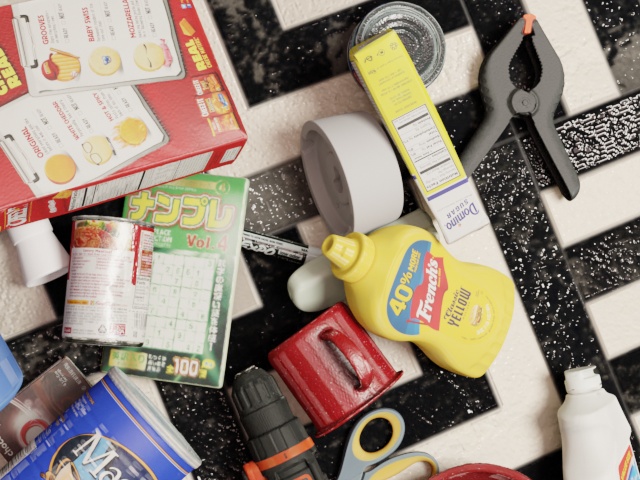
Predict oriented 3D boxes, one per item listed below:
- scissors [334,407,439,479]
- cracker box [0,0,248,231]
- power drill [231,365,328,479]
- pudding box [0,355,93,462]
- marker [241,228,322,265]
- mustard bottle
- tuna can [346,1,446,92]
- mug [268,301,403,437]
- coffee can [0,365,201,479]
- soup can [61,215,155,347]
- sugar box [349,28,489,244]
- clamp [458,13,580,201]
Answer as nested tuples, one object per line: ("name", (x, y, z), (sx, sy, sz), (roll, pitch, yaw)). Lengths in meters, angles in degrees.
("scissors", (0.004, 0.210, 0.928), (0.201, 0.016, 0.096), (-15, 87, -10))
("cracker box", (-0.189, -0.115, 0.865), (0.213, 0.072, 0.164), (-19, 78, -21))
("power drill", (-0.085, 0.220, 0.884), (0.187, 0.057, 0.184), (-26, 84, -5))
("pudding box", (-0.211, 0.166, 0.885), (0.090, 0.039, 0.113), (-38, 93, -10))
("marker", (-0.056, 0.001, 0.932), (0.121, 0.020, 0.020), (16, 83, -8))
("mustard bottle", (0.077, 0.040, 0.894), (0.191, 0.058, 0.096), (28, 80, -32))
("tuna can", (0.068, -0.169, 0.956), (0.086, 0.034, 0.086), (1, 86, -9))
("mug", (0.012, 0.103, 0.889), (0.093, 0.117, 0.081), (-35, 87, -17))
("coffee can", (-0.177, 0.181, 0.818), (0.140, 0.103, 0.103), (-42, 93, -9))
("soup can", (-0.173, 0.034, 0.872), (0.068, 0.068, 0.102), (5, 85, -9))
("sugar box", (0.082, -0.090, 0.895), (0.048, 0.093, 0.176), (-29, 100, 8))
("clamp", (0.171, -0.117, 0.968), (0.120, 0.039, 0.171), (-4, 87, -12))
